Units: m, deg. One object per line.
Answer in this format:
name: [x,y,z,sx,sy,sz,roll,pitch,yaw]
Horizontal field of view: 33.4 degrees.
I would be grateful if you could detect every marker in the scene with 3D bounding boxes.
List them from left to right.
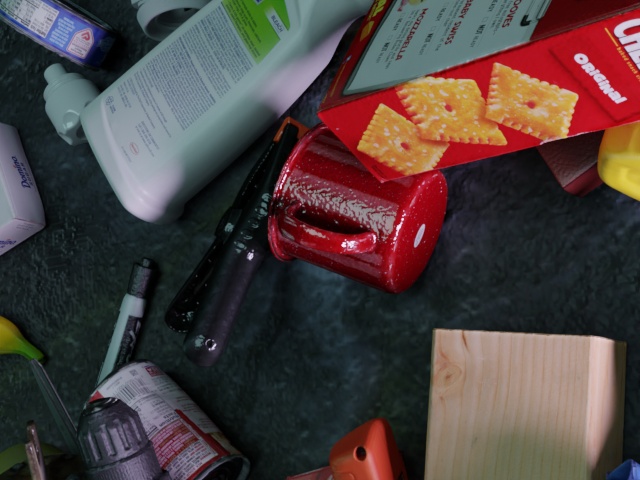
marker: [-0.142,0.071,0.770,0.020,0.020,0.121,19,93,28]

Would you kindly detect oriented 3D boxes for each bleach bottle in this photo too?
bleach bottle: [-0.044,-0.122,0.720,0.251,0.068,0.102,-36,69,17]

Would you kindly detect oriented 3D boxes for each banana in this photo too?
banana: [-0.305,0.104,0.840,0.198,0.037,0.069,-28,70,22]

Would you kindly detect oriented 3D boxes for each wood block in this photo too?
wood block: [0.112,0.155,0.588,0.091,0.090,0.206,1,83,27]

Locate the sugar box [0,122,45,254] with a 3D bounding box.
sugar box: [-0.305,-0.013,0.851,0.176,0.048,0.093,-28,72,18]

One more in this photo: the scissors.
scissors: [-0.134,0.171,0.704,0.096,0.016,0.202,-4,107,47]

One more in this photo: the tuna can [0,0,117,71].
tuna can: [-0.194,-0.161,0.788,0.086,0.086,0.034,35,98,26]

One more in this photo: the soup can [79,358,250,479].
soup can: [-0.105,0.136,0.715,0.102,0.068,0.068,41,102,26]

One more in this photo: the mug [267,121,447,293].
mug: [0.020,-0.015,0.645,0.082,0.117,0.093,21,110,23]

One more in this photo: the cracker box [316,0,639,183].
cracker box: [0.118,-0.126,0.561,0.214,0.072,0.164,-10,45,45]

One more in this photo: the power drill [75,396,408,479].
power drill: [-0.041,0.162,0.622,0.188,0.057,0.184,-18,96,19]

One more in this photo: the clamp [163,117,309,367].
clamp: [-0.055,0.001,0.708,0.171,0.039,0.120,-61,22,-10]
